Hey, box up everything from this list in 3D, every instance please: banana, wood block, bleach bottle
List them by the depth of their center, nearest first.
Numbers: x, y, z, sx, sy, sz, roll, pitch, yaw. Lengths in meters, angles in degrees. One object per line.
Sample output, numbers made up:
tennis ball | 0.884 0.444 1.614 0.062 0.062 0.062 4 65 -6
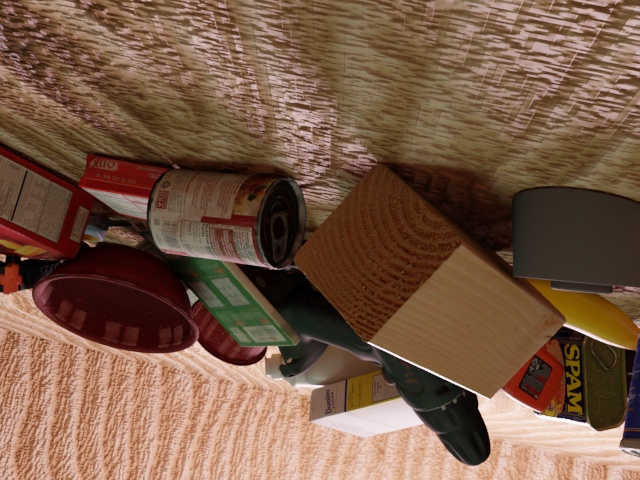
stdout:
wood block | 0.084 0.036 0.764 0.090 0.091 0.205 47 -170 34
banana | 0.169 0.059 0.897 0.198 0.069 0.037 -1 169 2
bleach bottle | 0.061 0.139 1.230 0.251 0.068 0.102 -3 168 0

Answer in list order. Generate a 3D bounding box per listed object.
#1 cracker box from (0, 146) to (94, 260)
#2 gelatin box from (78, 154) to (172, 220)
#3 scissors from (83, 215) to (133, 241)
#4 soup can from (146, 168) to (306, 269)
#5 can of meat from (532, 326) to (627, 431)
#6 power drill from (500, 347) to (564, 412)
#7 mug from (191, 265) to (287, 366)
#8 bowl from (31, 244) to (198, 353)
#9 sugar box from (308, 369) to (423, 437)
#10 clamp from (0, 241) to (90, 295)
cracker box | -0.330 -0.047 0.925 0.164 0.072 0.213 5 165 30
gelatin box | -0.144 -0.040 0.870 0.073 0.030 0.089 11 167 16
scissors | -0.221 -0.013 1.101 0.202 0.016 0.096 6 168 31
soup can | -0.071 -0.018 0.803 0.102 0.068 0.068 7 166 28
can of meat | 0.255 0.134 1.069 0.057 0.102 0.084 -5 -178 -33
power drill | 0.144 0.107 1.068 0.188 0.057 0.184 22 175 36
mug | -0.072 0.063 1.105 0.093 0.117 0.082 39 124 4
bowl | -0.188 0.050 1.015 0.162 0.055 0.162 10 151 5
sugar box | 0.078 0.176 1.181 0.093 0.048 0.177 23 151 -36
clamp | -0.301 0.021 1.076 0.164 0.036 0.210 2 -172 -22
